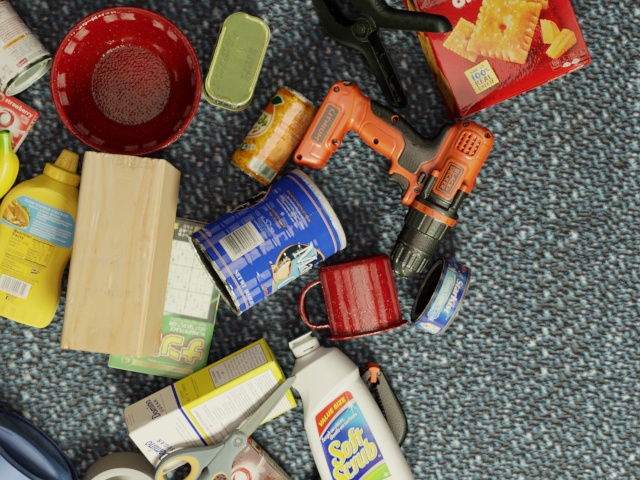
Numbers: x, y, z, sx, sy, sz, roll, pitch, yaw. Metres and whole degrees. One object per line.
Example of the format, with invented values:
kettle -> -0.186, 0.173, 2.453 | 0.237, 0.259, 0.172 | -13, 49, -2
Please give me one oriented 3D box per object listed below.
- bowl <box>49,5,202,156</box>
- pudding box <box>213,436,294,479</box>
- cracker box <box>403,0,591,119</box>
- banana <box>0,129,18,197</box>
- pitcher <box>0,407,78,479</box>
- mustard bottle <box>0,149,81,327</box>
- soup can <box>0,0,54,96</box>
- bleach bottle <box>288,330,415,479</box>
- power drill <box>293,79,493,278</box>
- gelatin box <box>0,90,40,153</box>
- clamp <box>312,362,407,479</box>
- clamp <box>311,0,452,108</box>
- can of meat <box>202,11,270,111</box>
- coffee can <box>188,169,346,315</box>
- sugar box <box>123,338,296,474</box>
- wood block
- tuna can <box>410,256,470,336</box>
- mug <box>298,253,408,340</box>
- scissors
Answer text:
bowl -> -0.209, -0.171, 1.163 | 0.162, 0.055, 0.162 | 0, 94, -4
pudding box -> -0.097, 0.289, 1.225 | 0.113, 0.039, 0.090 | -44, 98, 0
cracker box -> 0.185, -0.263, 1.185 | 0.164, 0.072, 0.214 | -23, 96, -3
banana -> -0.399, -0.056, 1.155 | 0.198, 0.037, 0.069 | -23, 108, 13
pitcher -> -0.396, 0.303, 1.163 | 0.145, 0.149, 0.243 | 41, 94, -22
mustard bottle -> -0.308, -0.008, 1.168 | 0.096, 0.058, 0.191 | 22, 93, -6
soup can -> -0.341, -0.214, 1.138 | 0.068, 0.068, 0.102 | -39, 93, -1
bleach bottle -> 0.027, 0.222, 1.185 | 0.103, 0.068, 0.251 | -27, 89, 10
power drill -> 0.069, -0.074, 1.155 | 0.187, 0.057, 0.184 | 29, 95, 5
gelatin box -> -0.365, -0.133, 1.166 | 0.089, 0.030, 0.073 | 33, 91, -8
clamp -> 0.040, 0.247, 1.236 | 0.164, 0.036, 0.210 | -1, 95, -2
clamp -> 0.054, -0.226, 1.174 | 0.172, 0.039, 0.120 | 34, 122, 19
can of meat -> -0.091, -0.194, 1.159 | 0.057, 0.084, 0.102 | 17, 93, -7
coffee can -> -0.058, 0.001, 1.160 | 0.140, 0.103, 0.103 | -33, 97, -12
sugar box -> -0.122, 0.186, 1.191 | 0.176, 0.048, 0.093 | -25, 134, -1
wood block -> -0.213, 0.016, 1.144 | 0.090, 0.091, 0.206 | 6, 86, 3
tuna can -> 0.134, 0.062, 1.203 | 0.033, 0.086, 0.086 | 26, 92, -6
mug -> 0.033, 0.064, 1.194 | 0.117, 0.093, 0.081 | -12, 91, 1
scissors -> -0.112, 0.218, 1.174 | 0.096, 0.016, 0.202 | 24, 102, -14
